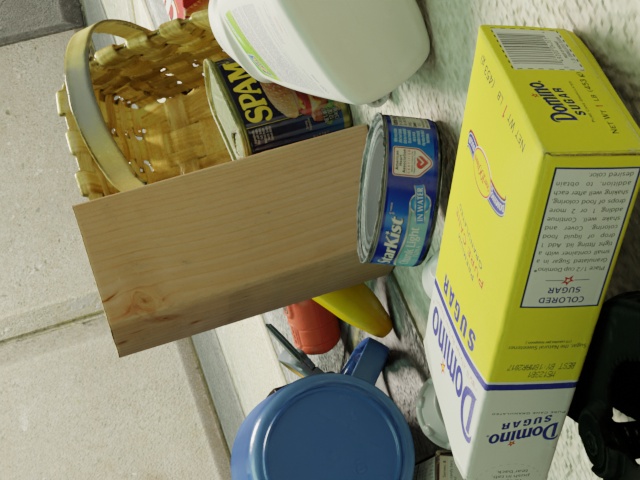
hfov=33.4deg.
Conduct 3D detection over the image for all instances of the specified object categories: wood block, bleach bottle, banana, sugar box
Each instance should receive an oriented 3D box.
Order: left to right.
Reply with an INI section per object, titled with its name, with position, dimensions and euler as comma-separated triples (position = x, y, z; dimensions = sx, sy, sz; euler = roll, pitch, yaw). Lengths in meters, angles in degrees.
[wood block]
position = -0.055, 0.001, 0.740
dimensions = 0.090, 0.206, 0.091
euler = 108, 143, -70
[banana]
position = -0.033, 0.016, 0.822
dimensions = 0.198, 0.037, 0.069
euler = 22, 153, 15
[bleach bottle]
position = -0.024, -0.142, 0.668
dimensions = 0.102, 0.068, 0.251
euler = 57, 169, -21
[sugar box]
position = 0.080, 0.010, 0.441
dimensions = 0.093, 0.048, 0.176
euler = -100, 14, -51

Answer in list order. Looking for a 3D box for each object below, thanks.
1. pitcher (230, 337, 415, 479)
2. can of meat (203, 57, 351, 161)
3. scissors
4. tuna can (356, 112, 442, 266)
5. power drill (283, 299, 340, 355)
[pitcher]
position = 0.004, 0.153, 0.790
dimensions = 0.243, 0.145, 0.149
euler = 109, 145, -76
[can of meat]
position = -0.032, -0.099, 0.796
dimensions = 0.057, 0.084, 0.102
euler = 89, 161, -51
[scissors]
position = -0.028, 0.105, 0.981
dimensions = 0.096, 0.016, 0.201
euler = 27, 165, 41
[tuna can]
position = 0.044, -0.028, 0.603
dimensions = 0.086, 0.033, 0.086
euler = -175, 91, -84
[power drill]
position = -0.042, 0.000, 1.034
dimensions = 0.188, 0.057, 0.184
euler = -133, 29, -65
